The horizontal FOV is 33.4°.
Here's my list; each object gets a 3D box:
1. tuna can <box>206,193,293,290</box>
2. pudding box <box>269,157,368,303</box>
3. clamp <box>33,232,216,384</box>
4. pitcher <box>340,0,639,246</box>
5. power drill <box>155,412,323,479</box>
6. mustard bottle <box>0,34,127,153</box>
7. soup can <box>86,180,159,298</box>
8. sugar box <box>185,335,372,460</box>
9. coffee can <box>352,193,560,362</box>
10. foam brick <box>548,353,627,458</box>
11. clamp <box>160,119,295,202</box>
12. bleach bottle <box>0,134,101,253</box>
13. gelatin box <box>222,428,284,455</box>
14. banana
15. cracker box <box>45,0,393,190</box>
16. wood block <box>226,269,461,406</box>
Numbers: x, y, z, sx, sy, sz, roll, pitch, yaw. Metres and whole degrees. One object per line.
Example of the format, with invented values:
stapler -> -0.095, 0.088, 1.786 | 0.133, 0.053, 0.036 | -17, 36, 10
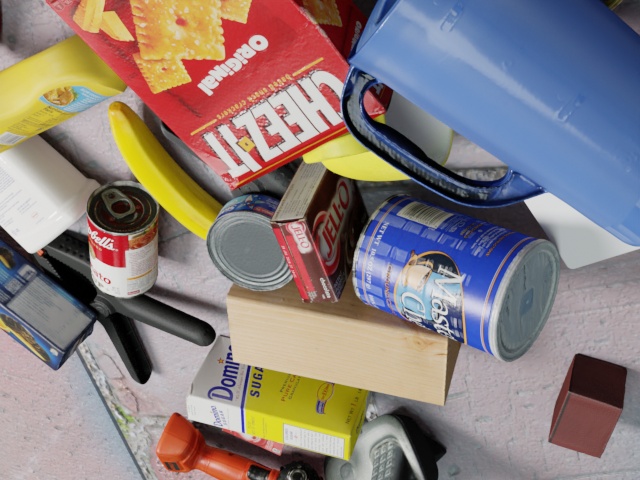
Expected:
tuna can -> -0.056, 0.001, 0.951 | 0.086, 0.033, 0.086 | 9, 127, 12
pudding box -> 0.002, -0.015, 0.917 | 0.039, 0.113, 0.090 | -5, 127, 22
clamp -> -0.213, 0.062, 1.120 | 0.165, 0.036, 0.210 | -24, 114, 45
pitcher -> 0.141, -0.096, 0.701 | 0.242, 0.145, 0.149 | 36, 152, -8
power drill -> -0.086, 0.254, 1.184 | 0.188, 0.057, 0.184 | 22, 158, 9
mustard bottle -> -0.226, -0.135, 0.919 | 0.192, 0.096, 0.058 | -22, 81, 16
soup can -> -0.190, 0.000, 1.034 | 0.068, 0.068, 0.102 | 18, 140, 7
sugar box -> -0.041, 0.159, 1.096 | 0.176, 0.093, 0.048 | 13, 131, 11
coffee can -> 0.112, 0.029, 0.887 | 0.140, 0.102, 0.103 | 21, 137, 34
foam brick -> 0.251, 0.155, 1.001 | 0.051, 0.053, 0.078 | 16, 134, 9
clamp -> -0.054, -0.063, 0.946 | 0.171, 0.039, 0.120 | 45, 148, -23
bleach bottle -> -0.332, -0.104, 1.017 | 0.103, 0.068, 0.250 | -31, 110, 38
gelatin box -> -0.064, 0.190, 1.176 | 0.073, 0.030, 0.089 | 23, 133, 3
banana -> -0.128, -0.051, 0.989 | 0.197, 0.037, 0.070 | 42, 141, -16
cracker box -> -0.070, -0.152, 0.773 | 0.164, 0.072, 0.213 | -24, 122, 37
wood block -> 0.025, 0.074, 1.000 | 0.206, 0.090, 0.091 | 10, 131, 14
